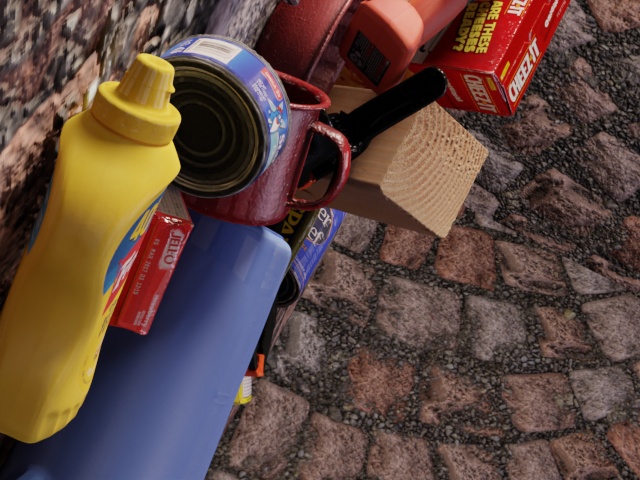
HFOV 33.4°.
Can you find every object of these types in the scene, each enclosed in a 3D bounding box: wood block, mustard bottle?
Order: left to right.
[{"bbox_3d":[-0.114,-0.002,0.522,0.096,0.058,0.192,-80,-166,-69],"label":"mustard bottle"},{"bbox_3d":[0.034,-0.077,0.952,0.206,0.090,0.090,17,-104,51],"label":"wood block"}]

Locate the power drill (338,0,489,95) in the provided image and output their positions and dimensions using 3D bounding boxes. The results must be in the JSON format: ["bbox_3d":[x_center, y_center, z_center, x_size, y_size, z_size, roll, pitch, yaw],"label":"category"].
[{"bbox_3d":[0.105,-0.201,0.813,0.187,0.057,0.184,-41,174,-17],"label":"power drill"}]

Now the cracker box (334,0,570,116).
[{"bbox_3d":[0.107,-0.208,0.985,0.164,0.214,0.072,-61,143,-18],"label":"cracker box"}]

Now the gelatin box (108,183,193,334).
[{"bbox_3d":[-0.104,0.000,0.612,0.073,0.030,0.089,-65,-153,18],"label":"gelatin box"}]

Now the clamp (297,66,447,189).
[{"bbox_3d":[0.023,-0.084,0.824,0.120,0.039,0.172,-15,172,-20],"label":"clamp"}]

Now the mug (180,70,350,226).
[{"bbox_3d":[-0.038,-0.057,0.658,0.093,0.117,0.081,-44,152,-68],"label":"mug"}]

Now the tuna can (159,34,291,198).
[{"bbox_3d":[-0.062,-0.067,0.585,0.033,0.086,0.086,-55,172,-53],"label":"tuna can"}]

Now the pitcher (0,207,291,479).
[{"bbox_3d":[-0.110,0.093,0.729,0.243,0.145,0.149,-65,-167,-3],"label":"pitcher"}]

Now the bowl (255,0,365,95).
[{"bbox_3d":[-0.014,-0.155,0.866,0.162,0.055,0.162,-62,177,-7],"label":"bowl"}]
